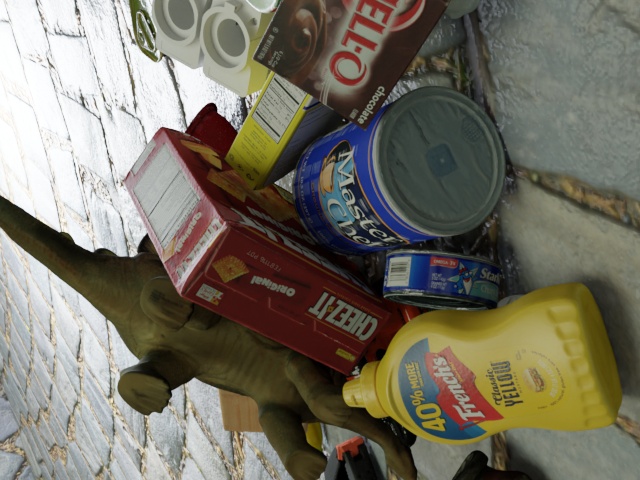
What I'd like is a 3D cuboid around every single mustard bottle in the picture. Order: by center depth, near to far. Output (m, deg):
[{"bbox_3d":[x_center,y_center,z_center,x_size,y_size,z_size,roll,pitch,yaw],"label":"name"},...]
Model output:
[{"bbox_3d":[0.102,0.093,0.739,0.192,0.058,0.096,-14,106,28],"label":"mustard bottle"}]

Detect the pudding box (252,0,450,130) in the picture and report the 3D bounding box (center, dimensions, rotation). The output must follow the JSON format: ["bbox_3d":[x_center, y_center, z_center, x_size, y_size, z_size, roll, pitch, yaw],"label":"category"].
[{"bbox_3d":[0.021,-0.139,0.676,0.090,0.039,0.114,33,133,-1],"label":"pudding box"}]

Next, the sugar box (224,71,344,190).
[{"bbox_3d":[-0.005,-0.117,0.815,0.048,0.093,0.176,45,141,10],"label":"sugar box"}]

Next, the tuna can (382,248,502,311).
[{"bbox_3d":[0.089,0.031,0.786,0.086,0.086,0.034,-11,69,63],"label":"tuna can"}]

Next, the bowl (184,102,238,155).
[{"bbox_3d":[-0.116,-0.056,1.081,0.055,0.162,0.162,23,143,4],"label":"bowl"}]

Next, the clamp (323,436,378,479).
[{"bbox_3d":[0.045,0.303,1.143,0.165,0.036,0.210,40,143,43],"label":"clamp"}]

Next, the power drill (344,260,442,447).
[{"bbox_3d":[0.067,0.093,0.915,0.184,0.057,0.188,66,154,2],"label":"power drill"}]

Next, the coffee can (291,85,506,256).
[{"bbox_3d":[0.053,-0.046,0.780,0.141,0.102,0.103,-16,96,64],"label":"coffee can"}]

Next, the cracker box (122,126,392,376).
[{"bbox_3d":[-0.056,0.001,0.864,0.072,0.164,0.214,-55,32,10],"label":"cracker box"}]

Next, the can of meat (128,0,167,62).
[{"bbox_3d":[-0.132,-0.229,1.004,0.058,0.083,0.102,40,143,43],"label":"can of meat"}]
